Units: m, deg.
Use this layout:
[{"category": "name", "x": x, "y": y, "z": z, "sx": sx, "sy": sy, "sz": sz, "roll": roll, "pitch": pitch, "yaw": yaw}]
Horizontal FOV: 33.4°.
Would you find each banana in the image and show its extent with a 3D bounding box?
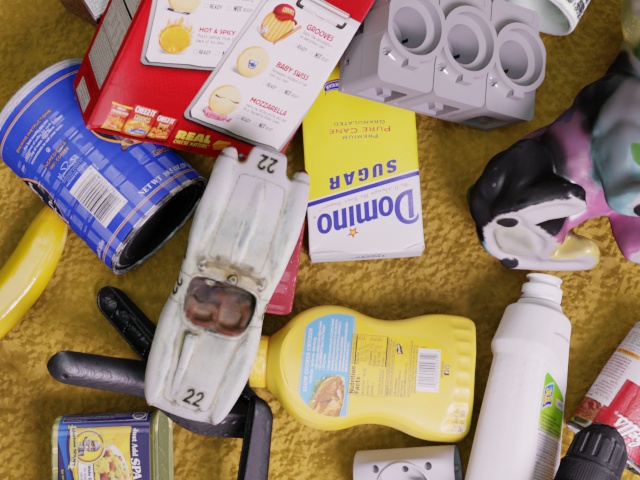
[{"category": "banana", "x": -0.272, "y": 0.048, "z": 0.857, "sx": 0.198, "sy": 0.037, "sz": 0.069, "roll": -36, "pitch": 83, "yaw": -3}]

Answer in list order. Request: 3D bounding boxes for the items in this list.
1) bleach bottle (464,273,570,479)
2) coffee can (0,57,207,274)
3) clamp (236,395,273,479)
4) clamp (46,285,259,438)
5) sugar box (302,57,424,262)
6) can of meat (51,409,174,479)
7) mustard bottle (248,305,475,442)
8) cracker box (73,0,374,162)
[{"category": "bleach bottle", "x": 0.151, "y": 0.151, "z": 0.804, "sx": 0.068, "sy": 0.102, "sz": 0.251, "roll": 5, "pitch": 74, "yaw": 27}, {"category": "coffee can", "x": -0.173, "y": -0.058, "z": 0.836, "sx": 0.140, "sy": 0.103, "sz": 0.103, "roll": 44, "pitch": 86, "yaw": 7}, {"category": "clamp", "x": -0.062, "y": 0.230, "z": 0.784, "sx": 0.164, "sy": 0.036, "sz": 0.210, "roll": -36, "pitch": 99, "yaw": -8}, {"category": "clamp", "x": -0.119, "y": 0.097, "z": 0.828, "sx": 0.171, "sy": 0.120, "sz": 0.039, "roll": 27, "pitch": 123, "yaw": -13}, {"category": "sugar box", "x": 0.032, "y": -0.073, "z": 0.858, "sx": 0.093, "sy": 0.048, "sz": 0.176, "roll": -4, "pitch": 81, "yaw": 1}, {"category": "can of meat", "x": -0.159, "y": 0.182, "z": 0.824, "sx": 0.084, "sy": 0.057, "sz": 0.102, "roll": -3, "pitch": 82, "yaw": 3}, {"category": "mustard bottle", "x": 0.021, "y": 0.100, "z": 0.827, "sx": 0.191, "sy": 0.058, "sz": 0.096, "roll": 5, "pitch": 73, "yaw": 3}, {"category": "cracker box", "x": -0.063, "y": -0.165, "z": 0.774, "sx": 0.214, "sy": 0.163, "sz": 0.072, "roll": -58, "pitch": 40, "yaw": 28}]
